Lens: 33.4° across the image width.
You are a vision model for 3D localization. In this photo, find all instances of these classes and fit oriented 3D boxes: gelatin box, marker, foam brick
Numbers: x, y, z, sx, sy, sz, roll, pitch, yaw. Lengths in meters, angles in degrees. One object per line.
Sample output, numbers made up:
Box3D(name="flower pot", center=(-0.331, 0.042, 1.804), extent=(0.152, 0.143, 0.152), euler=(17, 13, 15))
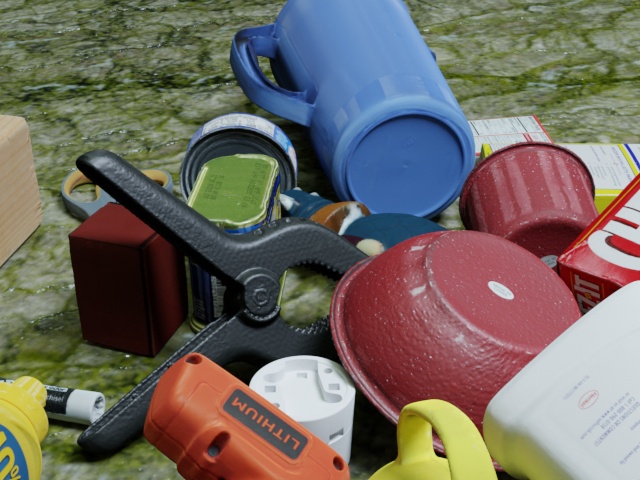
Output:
Box3D(name="gelatin box", center=(0.144, -0.073, 0.875), extent=(0.089, 0.030, 0.073), euler=(-4, 28, -4))
Box3D(name="marker", center=(-0.183, 0.088, 0.615), extent=(0.121, 0.020, 0.020), euler=(7, 31, 14))
Box3D(name="foam brick", center=(-0.118, 0.023, 0.669), extent=(0.051, 0.078, 0.053), euler=(8, 29, 18))

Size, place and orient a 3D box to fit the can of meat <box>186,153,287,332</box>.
Box3D(name="can of meat", center=(-0.055, 0.001, 0.698), extent=(0.057, 0.084, 0.102), euler=(1, 30, 5))

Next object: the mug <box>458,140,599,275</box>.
Box3D(name="mug", center=(0.151, 0.000, 0.701), extent=(0.117, 0.093, 0.081), euler=(30, 29, -19))

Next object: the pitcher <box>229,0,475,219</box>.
Box3D(name="pitcher", center=(0.029, -0.114, 0.855), extent=(0.149, 0.145, 0.243), euler=(-33, 32, 9))

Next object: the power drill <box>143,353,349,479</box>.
Box3D(name="power drill", center=(-0.077, 0.128, 0.441), extent=(0.184, 0.057, 0.187), euler=(37, 36, 0))

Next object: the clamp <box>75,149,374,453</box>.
Box3D(name="clamp", center=(-0.046, 0.043, 0.618), extent=(0.209, 0.164, 0.036), euler=(8, -5, -26))

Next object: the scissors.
Box3D(name="scissors", center=(-0.144, -0.012, 0.793), extent=(0.096, 0.016, 0.202), euler=(-11, 31, -17))

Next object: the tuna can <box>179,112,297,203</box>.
Box3D(name="tuna can", center=(-0.059, -0.050, 0.786), extent=(0.086, 0.086, 0.033), euler=(0, 28, 2))

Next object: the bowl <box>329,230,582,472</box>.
Box3D(name="bowl", center=(0.089, 0.045, 0.584), extent=(0.162, 0.055, 0.162), euler=(16, 38, -13))
